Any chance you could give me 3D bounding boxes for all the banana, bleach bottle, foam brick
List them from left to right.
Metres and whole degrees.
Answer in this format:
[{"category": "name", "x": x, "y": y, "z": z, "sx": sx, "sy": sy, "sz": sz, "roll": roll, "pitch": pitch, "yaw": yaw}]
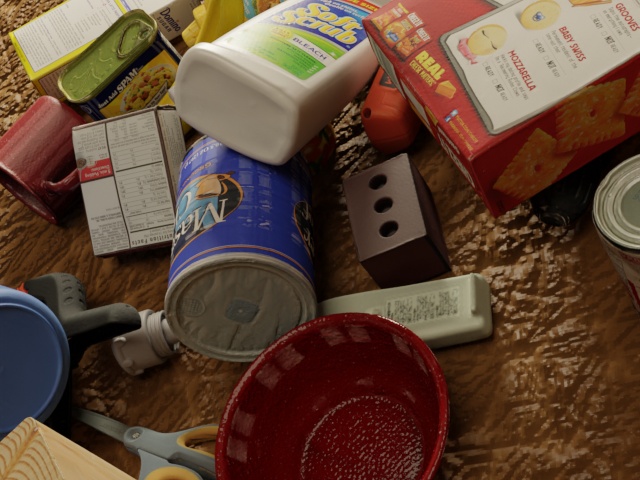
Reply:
[{"category": "banana", "x": -0.112, "y": -0.145, "z": 0.924, "sx": 0.037, "sy": 0.069, "sz": 0.198, "roll": 45, "pitch": 117, "yaw": 36}, {"category": "bleach bottle", "x": -0.002, "y": -0.152, "z": 0.817, "sx": 0.102, "sy": 0.068, "sz": 0.250, "roll": 29, "pitch": 42, "yaw": 11}, {"category": "foam brick", "x": 0.054, "y": -0.012, "z": 0.754, "sx": 0.053, "sy": 0.051, "sz": 0.078, "roll": -23, "pitch": 50, "yaw": 15}]

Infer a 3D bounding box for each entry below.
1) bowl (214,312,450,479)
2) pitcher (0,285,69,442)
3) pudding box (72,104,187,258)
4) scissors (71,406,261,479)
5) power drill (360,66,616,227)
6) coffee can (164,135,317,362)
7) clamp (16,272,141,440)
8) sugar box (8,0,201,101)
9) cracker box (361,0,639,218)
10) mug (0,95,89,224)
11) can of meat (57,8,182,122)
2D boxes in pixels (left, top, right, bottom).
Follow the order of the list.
[{"category": "bowl", "x": 0.015, "y": 0.129, "z": 0.678, "sx": 0.162, "sy": 0.055, "sz": 0.162, "roll": -16, "pitch": 52, "yaw": 21}, {"category": "pitcher", "x": -0.295, "y": 0.092, "z": 0.807, "sx": 0.144, "sy": 0.149, "sz": 0.243, "roll": -26, "pitch": 19, "yaw": -37}, {"category": "pudding box", "x": -0.151, "y": -0.047, "z": 0.877, "sx": 0.090, "sy": 0.039, "sz": 0.113, "roll": -10, "pitch": 93, "yaw": 25}, {"category": "scissors", "x": -0.134, "y": 0.157, "z": 0.759, "sx": 0.202, "sy": 0.016, "sz": 0.096, "roll": -1, "pitch": 34, "yaw": 31}, {"category": "power drill", "x": 0.127, "y": -0.095, "z": 0.766, "sx": 0.188, "sy": 0.057, "sz": 0.184, "roll": 8, "pitch": 60, "yaw": 32}, {"category": "coffee can", "x": -0.055, "y": 0.001, "z": 0.762, "sx": 0.103, "sy": 0.102, "sz": 0.140, "roll": -21, "pitch": 41, "yaw": 17}, {"category": "clamp", "x": -0.205, "y": 0.094, "z": 0.827, "sx": 0.210, "sy": 0.036, "sz": 0.164, "roll": 33, "pitch": 103, "yaw": 57}, {"category": "sugar box", "x": -0.206, "y": -0.206, "z": 1.030, "sx": 0.176, "sy": 0.048, "sz": 0.093, "roll": -29, "pitch": 49, "yaw": -7}, {"category": "cracker box", "x": 0.157, "y": -0.135, "z": 0.691, "sx": 0.213, "sy": 0.072, "sz": 0.164, "roll": -31, "pitch": 48, "yaw": 1}, {"category": "mug", "x": -0.236, "y": -0.072, "z": 0.944, "sx": 0.081, "sy": 0.093, "sz": 0.117, "roll": -51, "pitch": 37, "yaw": -15}, {"category": "can of meat", "x": -0.168, "y": -0.141, "z": 0.955, "sx": 0.102, "sy": 0.083, "sz": 0.057, "roll": -43, "pitch": 47, "yaw": -2}]
